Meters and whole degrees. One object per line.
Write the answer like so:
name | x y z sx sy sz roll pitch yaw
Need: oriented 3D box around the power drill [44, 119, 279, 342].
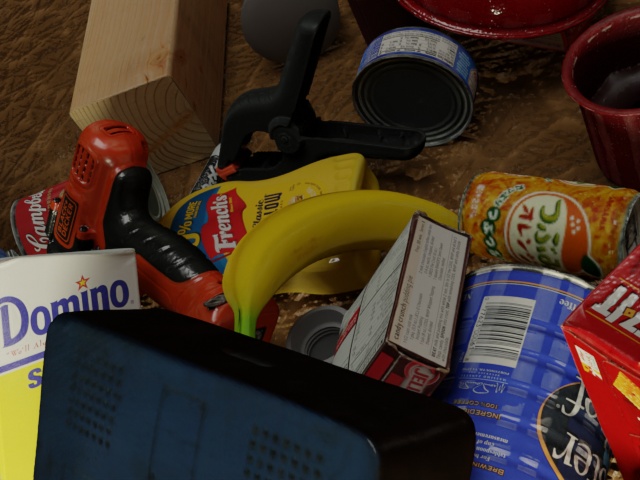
power drill | -0.117 0.041 0.694 0.057 0.185 0.188 -15 45 -43

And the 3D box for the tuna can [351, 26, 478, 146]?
tuna can | 0.067 -0.107 0.745 0.086 0.086 0.033 -3 49 26

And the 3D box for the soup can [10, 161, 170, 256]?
soup can | -0.173 -0.018 0.810 0.102 0.068 0.068 -21 45 10

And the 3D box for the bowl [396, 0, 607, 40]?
bowl | 0.126 -0.209 0.745 0.162 0.055 0.162 -1 47 1

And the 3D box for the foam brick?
foam brick | 0.054 -0.180 0.822 0.053 0.078 0.051 -27 44 1

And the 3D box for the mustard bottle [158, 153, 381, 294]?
mustard bottle | -0.055 0.001 0.737 0.192 0.058 0.096 -11 54 21

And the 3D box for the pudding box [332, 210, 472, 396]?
pudding box | 0.038 0.052 0.553 0.090 0.039 0.113 -58 9 38

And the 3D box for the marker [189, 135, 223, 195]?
marker | -0.085 -0.046 0.821 0.020 0.020 0.121 4 55 31

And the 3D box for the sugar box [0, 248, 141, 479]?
sugar box | -0.147 0.095 0.616 0.048 0.093 0.176 -5 90 56

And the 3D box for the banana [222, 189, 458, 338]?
banana | 0.012 0.004 0.640 0.197 0.069 0.037 -22 -1 -35

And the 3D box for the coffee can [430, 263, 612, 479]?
coffee can | 0.096 0.098 0.538 0.103 0.102 0.140 4 54 31

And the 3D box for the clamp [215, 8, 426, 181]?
clamp | -0.008 -0.076 0.758 0.172 0.120 0.039 -36 7 49

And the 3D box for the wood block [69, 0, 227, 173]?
wood block | -0.138 -0.161 0.901 0.091 0.090 0.206 -16 47 15
